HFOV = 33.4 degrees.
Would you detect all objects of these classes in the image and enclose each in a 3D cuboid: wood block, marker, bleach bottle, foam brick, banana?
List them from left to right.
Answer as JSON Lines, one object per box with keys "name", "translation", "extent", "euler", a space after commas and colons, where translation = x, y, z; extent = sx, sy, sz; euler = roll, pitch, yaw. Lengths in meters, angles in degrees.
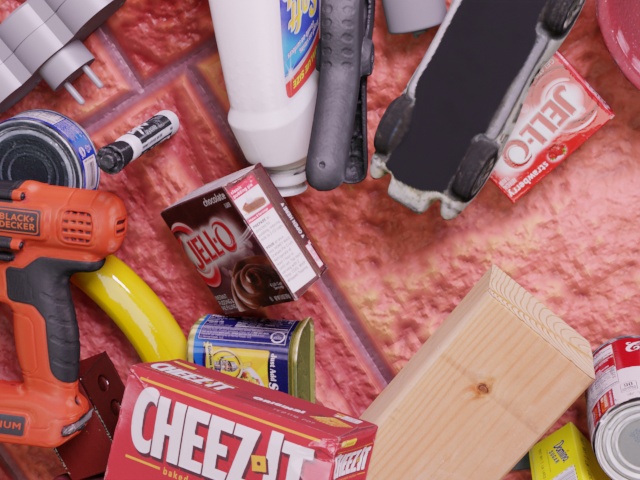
{"name": "foam brick", "translation": [-0.179, 0.137, 0.827], "extent": [0.051, 0.053, 0.078], "euler": [-21, 103, 16]}
{"name": "banana", "translation": [-0.143, 0.067, 0.805], "extent": [0.070, 0.037, 0.198], "euler": [-25, 102, 16]}
{"name": "marker", "translation": [-0.121, -0.066, 0.712], "extent": [0.020, 0.121, 0.020], "euler": [3, 109, 10]}
{"name": "bleach bottle", "translation": [-0.032, -0.152, 0.690], "extent": [0.068, 0.102, 0.251], "euler": [5, 118, 22]}
{"name": "wood block", "translation": [0.086, 0.130, 0.742], "extent": [0.091, 0.090, 0.206], "euler": [40, 106, 2]}

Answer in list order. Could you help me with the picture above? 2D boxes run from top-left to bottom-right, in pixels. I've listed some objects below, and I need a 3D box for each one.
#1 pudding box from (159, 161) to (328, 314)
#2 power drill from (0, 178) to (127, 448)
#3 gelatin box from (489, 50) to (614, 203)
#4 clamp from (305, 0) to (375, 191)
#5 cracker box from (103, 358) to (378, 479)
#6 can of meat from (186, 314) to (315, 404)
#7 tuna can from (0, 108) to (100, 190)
{"name": "pudding box", "translation": [-0.055, 0.001, 0.735], "extent": [0.090, 0.039, 0.114], "euler": [57, 149, -10]}
{"name": "power drill", "translation": [-0.231, 0.046, 0.758], "extent": [0.184, 0.057, 0.188], "euler": [6, 102, 11]}
{"name": "gelatin box", "translation": [0.136, -0.081, 0.706], "extent": [0.089, 0.030, 0.073], "euler": [-42, 96, 20]}
{"name": "clamp", "translation": [0.014, -0.110, 0.677], "extent": [0.039, 0.120, 0.171], "euler": [1, 104, 5]}
{"name": "cracker box", "translation": [-0.069, 0.205, 0.713], "extent": [0.164, 0.072, 0.214], "euler": [15, 94, 24]}
{"name": "can of meat", "translation": [-0.050, 0.106, 0.790], "extent": [0.084, 0.057, 0.102], "euler": [3, 108, 12]}
{"name": "tuna can", "translation": [-0.207, -0.051, 0.780], "extent": [0.086, 0.033, 0.086], "euler": [3, 109, 10]}
